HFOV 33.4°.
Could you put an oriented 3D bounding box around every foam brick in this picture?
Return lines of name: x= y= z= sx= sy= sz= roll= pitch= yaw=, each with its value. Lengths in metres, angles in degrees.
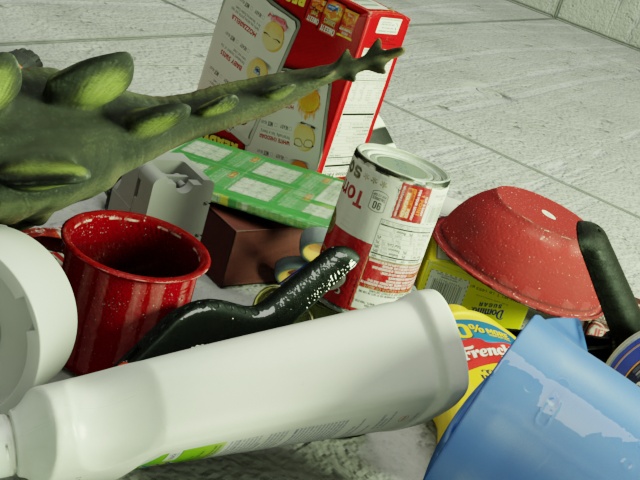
foam brick: x=-0.056 y=0.001 z=0.843 sx=0.078 sy=0.051 sz=0.053 roll=-3 pitch=31 yaw=-39

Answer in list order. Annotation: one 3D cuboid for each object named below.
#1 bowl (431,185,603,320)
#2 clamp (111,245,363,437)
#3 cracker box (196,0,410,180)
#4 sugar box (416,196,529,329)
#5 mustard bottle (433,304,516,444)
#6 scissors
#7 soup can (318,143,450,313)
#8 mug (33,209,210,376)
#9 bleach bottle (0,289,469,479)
bowl: x=0.176 y=0.000 z=0.892 sx=0.162 sy=0.055 sz=0.162 roll=21 pitch=22 yaw=-9
clamp: x=-0.039 y=0.080 z=0.645 sx=0.171 sy=0.120 sz=0.039 roll=-17 pitch=1 yaw=-22
cracker box: x=-0.029 y=-0.129 z=0.951 sx=0.164 sy=0.214 sz=0.071 roll=33 pitch=25 yaw=32
sugar box: x=0.135 y=0.016 z=0.954 sx=0.093 sy=0.048 sz=0.176 roll=19 pitch=20 yaw=0
mustard bottle: x=0.109 y=0.098 z=0.729 sx=0.096 sy=0.058 sz=0.192 roll=5 pitch=24 yaw=-15
scissors: x=0.046 y=0.044 z=0.845 sx=0.201 sy=0.096 sz=0.016 roll=34 pitch=51 yaw=-37
soup can: x=0.039 y=-0.005 z=0.707 sx=0.068 sy=0.102 sz=0.068 roll=16 pitch=19 yaw=-6
mug: x=-0.135 y=0.034 z=0.667 sx=0.117 sy=0.081 sz=0.093 roll=15 pitch=23 yaw=-6
bleach bottle: x=-0.054 y=0.084 z=0.562 sx=0.250 sy=0.103 sz=0.068 roll=-8 pitch=70 yaw=-23
